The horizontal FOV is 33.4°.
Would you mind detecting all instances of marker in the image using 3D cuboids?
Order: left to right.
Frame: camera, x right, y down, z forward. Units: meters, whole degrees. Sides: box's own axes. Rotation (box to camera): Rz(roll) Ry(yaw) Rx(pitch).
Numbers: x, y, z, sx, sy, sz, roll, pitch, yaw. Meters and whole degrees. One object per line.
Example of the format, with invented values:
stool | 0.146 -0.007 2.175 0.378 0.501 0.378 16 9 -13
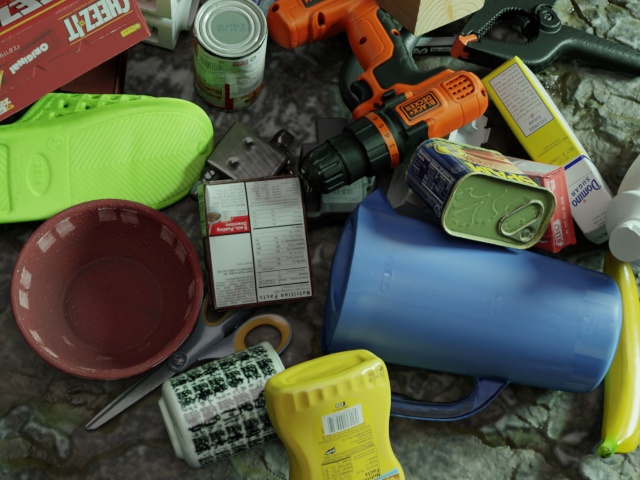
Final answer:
marker | 0.088 -0.194 1.060 0.121 0.020 0.020 -2 70 -7

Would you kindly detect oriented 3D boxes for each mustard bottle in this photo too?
mustard bottle | 0.019 0.190 0.855 0.096 0.058 0.191 -16 106 -19

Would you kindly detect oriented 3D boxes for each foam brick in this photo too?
foam brick | -0.211 -0.157 0.998 0.051 0.053 0.078 4 68 -5

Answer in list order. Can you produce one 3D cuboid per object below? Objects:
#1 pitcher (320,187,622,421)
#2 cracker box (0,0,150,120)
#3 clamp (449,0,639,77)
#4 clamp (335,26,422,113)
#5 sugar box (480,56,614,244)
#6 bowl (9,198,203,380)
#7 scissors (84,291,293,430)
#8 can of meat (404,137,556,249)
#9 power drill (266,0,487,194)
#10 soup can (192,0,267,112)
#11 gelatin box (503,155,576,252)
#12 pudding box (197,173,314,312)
pitcher | 0.124 0.066 0.916 0.242 0.149 0.145 13 36 -4
cracker box | -0.275 -0.203 0.946 0.164 0.072 0.214 -35 43 -17
clamp | 0.229 -0.208 1.064 0.209 0.036 0.164 -25 74 -23
clamp | 0.046 -0.175 1.018 0.120 0.039 0.171 7 62 3
sugar box | 0.220 -0.081 0.992 0.048 0.093 0.176 -33 74 16
bowl | -0.182 0.047 0.923 0.162 0.055 0.162 2 69 -5
scissors | -0.103 0.112 0.928 0.096 0.016 0.201 36 70 8
can of meat | 0.131 -0.042 0.894 0.102 0.057 0.084 11 23 -27
power drill | 0.028 -0.144 0.951 0.184 0.057 0.188 -27 69 -15
soup can | -0.085 -0.172 0.990 0.068 0.102 0.068 2 69 -5
gelatin box | 0.185 -0.033 0.959 0.030 0.089 0.073 -23 112 -25
pudding box | -0.056 0.001 0.930 0.090 0.039 0.113 -6 91 -12
